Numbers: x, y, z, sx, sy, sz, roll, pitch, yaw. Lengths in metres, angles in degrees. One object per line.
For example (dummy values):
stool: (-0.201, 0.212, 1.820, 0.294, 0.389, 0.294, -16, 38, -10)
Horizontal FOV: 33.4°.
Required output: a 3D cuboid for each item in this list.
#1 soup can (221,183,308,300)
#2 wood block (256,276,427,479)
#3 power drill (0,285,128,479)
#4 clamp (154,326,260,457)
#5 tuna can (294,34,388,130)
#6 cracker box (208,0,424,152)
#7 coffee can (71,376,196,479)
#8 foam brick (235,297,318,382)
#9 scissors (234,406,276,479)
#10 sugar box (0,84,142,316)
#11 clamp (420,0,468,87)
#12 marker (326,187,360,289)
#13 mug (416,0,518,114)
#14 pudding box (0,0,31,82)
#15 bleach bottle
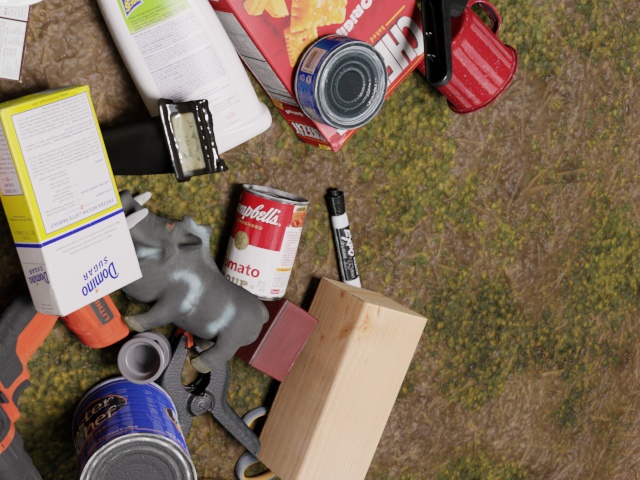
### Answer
soup can: (-0.057, 0.001, 1.059, 0.068, 0.069, 0.102, 8, 101, -36)
wood block: (0.019, 0.155, 1.127, 0.090, 0.090, 0.206, 17, 96, -36)
power drill: (-0.253, 0.116, 0.933, 0.187, 0.057, 0.184, -51, 132, -36)
clamp: (-0.134, 0.170, 1.083, 0.120, 0.039, 0.171, -26, 111, -26)
tuna can: (0.021, -0.147, 0.994, 0.086, 0.034, 0.086, -13, 114, -31)
cracker box: (-0.001, -0.217, 1.022, 0.164, 0.072, 0.213, -47, 127, -12)
coffee can: (-0.174, 0.197, 0.983, 0.102, 0.140, 0.103, -3, 104, -14)
foam brick: (-0.050, 0.096, 1.106, 0.051, 0.053, 0.078, 33, 87, -37)
scissors: (-0.014, 0.198, 1.189, 0.201, 0.016, 0.096, -30, 121, -23)
sugar box: (-0.216, -0.035, 0.891, 0.093, 0.048, 0.176, -28, 114, -45)
clamp: (0.110, -0.243, 1.040, 0.209, 0.036, 0.164, -42, 112, -59)
marker: (0.025, 0.000, 1.146, 0.020, 0.020, 0.121, -25, 118, -26)
mug: (0.153, -0.204, 1.125, 0.081, 0.093, 0.117, 38, 75, -32)
pudding box: (-0.291, -0.179, 0.854, 0.113, 0.039, 0.090, 5, 102, -34)
bleach bottle: (-0.134, -0.195, 0.938, 0.102, 0.068, 0.251, -27, 119, -9)
